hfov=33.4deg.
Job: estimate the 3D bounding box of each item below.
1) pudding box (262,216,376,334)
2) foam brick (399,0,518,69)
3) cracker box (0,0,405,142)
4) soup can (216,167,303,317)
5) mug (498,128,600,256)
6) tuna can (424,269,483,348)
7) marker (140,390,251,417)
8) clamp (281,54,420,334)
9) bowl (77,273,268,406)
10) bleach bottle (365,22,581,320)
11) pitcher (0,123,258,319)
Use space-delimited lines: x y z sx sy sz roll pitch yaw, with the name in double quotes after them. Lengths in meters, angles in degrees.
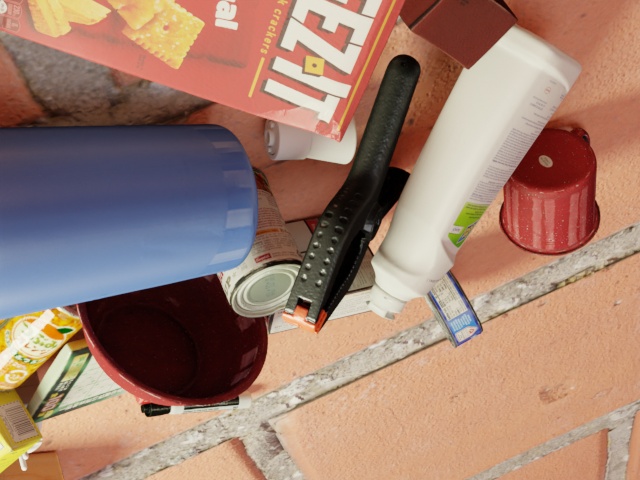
-0.009 0.026 0.913 0.113 0.090 0.039 -12 143 -21 "pudding box"
0.092 -0.168 0.756 0.053 0.051 0.078 -43 143 21 "foam brick"
-0.059 -0.159 0.572 0.213 0.072 0.164 18 133 -8 "cracker box"
-0.055 0.001 0.838 0.068 0.102 0.068 -18 145 -13 "soup can"
0.213 -0.054 0.967 0.117 0.093 0.081 -49 148 -24 "mug"
0.126 0.062 1.054 0.034 0.086 0.086 -30 146 1 "tuna can"
-0.126 0.166 1.086 0.120 0.020 0.020 0 138 -34 "marker"
0.030 -0.018 0.822 0.164 0.036 0.210 76 37 -65 "clamp"
-0.124 0.071 0.838 0.161 0.162 0.055 3 141 -36 "bowl"
0.106 -0.048 0.840 0.102 0.068 0.251 6 118 -59 "bleach bottle"
-0.175 -0.016 0.731 0.242 0.149 0.145 -8 125 -30 "pitcher"
